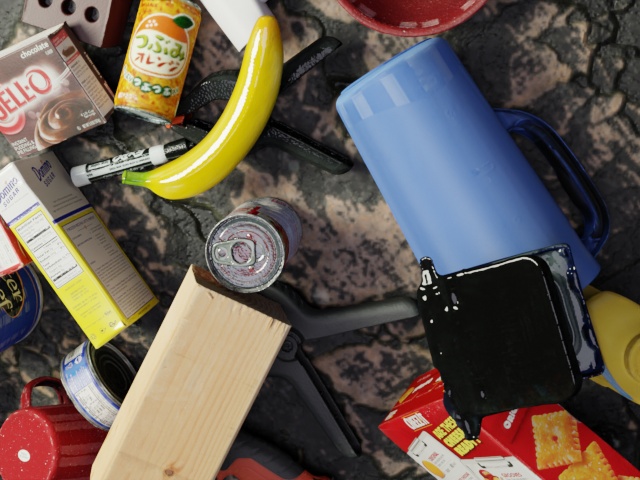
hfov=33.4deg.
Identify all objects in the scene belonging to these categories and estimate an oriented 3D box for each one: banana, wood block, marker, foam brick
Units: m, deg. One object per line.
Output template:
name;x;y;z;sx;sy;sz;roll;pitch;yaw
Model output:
banana;-0.084;-0.099;0.910;0.069;0.037;0.198;35;108;-29
wood block;-0.115;0.137;0.923;0.090;0.090;0.206;26;95;-13
marker;-0.172;-0.073;0.984;0.121;0.020;0.020;-14;99;11
foam brick;-0.214;-0.207;0.946;0.078;0.051;0.053;18;104;4

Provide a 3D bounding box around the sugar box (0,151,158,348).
sugar box;-0.225;0.006;0.970;0.048;0.093;0.176;-36;93;13

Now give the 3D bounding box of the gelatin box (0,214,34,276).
gelatin box;-0.290;-0.017;0.985;0.030;0.073;0.089;-25;97;13

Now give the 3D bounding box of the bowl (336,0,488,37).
bowl;0.079;-0.252;0.890;0.162;0.055;0.162;2;102;8

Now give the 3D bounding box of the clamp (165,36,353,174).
clamp;-0.052;-0.123;0.945;0.171;0.039;0.120;5;101;8

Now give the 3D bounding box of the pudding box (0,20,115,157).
pudding box;-0.247;-0.132;0.946;0.114;0.039;0.090;-18;119;29

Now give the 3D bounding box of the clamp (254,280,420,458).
clamp;-0.025;0.103;0.988;0.210;0.036;0.165;16;103;7

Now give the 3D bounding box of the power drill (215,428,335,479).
power drill;-0.091;0.231;1.013;0.187;0.057;0.184;39;104;-1

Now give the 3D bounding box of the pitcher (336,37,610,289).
pitcher;0.126;-0.048;0.897;0.145;0.149;0.243;-30;93;30

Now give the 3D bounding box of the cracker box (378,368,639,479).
cracker box;0.174;0.192;0.912;0.213;0.164;0.072;41;65;-1

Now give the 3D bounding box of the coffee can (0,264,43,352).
coffee can;-0.328;0.067;0.973;0.103;0.140;0.103;2;101;8

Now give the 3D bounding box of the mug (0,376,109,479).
mug;-0.250;0.184;1.003;0.093;0.081;0.117;-24;73;29

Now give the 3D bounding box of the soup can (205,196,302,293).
soup can;-0.056;0.001;0.938;0.068;0.102;0.068;2;102;8

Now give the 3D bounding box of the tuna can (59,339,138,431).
tuna can;-0.201;0.133;0.996;0.034;0.086;0.086;-35;94;12
